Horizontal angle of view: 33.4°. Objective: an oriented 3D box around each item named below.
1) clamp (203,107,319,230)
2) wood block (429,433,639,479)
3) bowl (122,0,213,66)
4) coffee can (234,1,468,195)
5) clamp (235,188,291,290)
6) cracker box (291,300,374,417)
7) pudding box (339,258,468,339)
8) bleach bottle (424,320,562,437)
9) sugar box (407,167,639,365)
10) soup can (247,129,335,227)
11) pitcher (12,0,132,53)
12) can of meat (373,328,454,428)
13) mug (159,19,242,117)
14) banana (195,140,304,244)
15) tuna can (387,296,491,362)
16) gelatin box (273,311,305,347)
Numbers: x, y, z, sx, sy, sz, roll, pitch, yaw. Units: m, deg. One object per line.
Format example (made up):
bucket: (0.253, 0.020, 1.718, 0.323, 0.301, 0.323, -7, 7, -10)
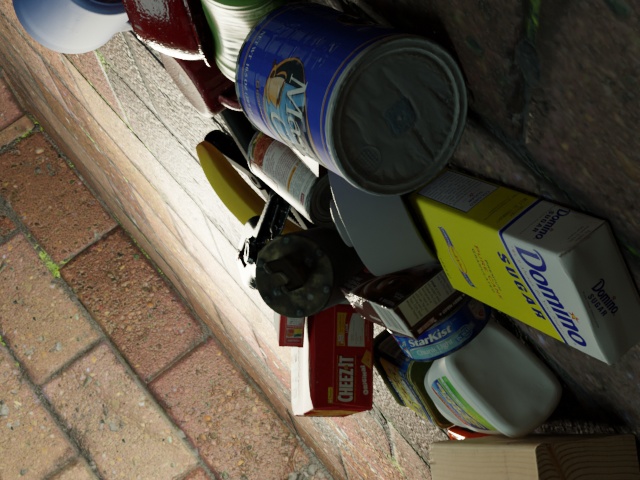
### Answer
clamp: (-0.064, -0.085, 1.193, 0.210, 0.036, 0.164, 47, 164, 16)
wood block: (0.175, 0.212, 0.902, 0.206, 0.090, 0.091, 151, 115, -71)
bowl: (-0.132, -0.214, 0.863, 0.162, 0.055, 0.162, -14, -89, -89)
coffee can: (0.017, -0.099, 0.719, 0.140, 0.102, 0.102, 35, 159, 54)
clamp: (-0.057, 0.001, 1.103, 0.039, 0.120, 0.172, 10, -178, -18)
cracker box: (0.009, 0.115, 1.209, 0.214, 0.072, 0.164, 125, 146, -76)
pudding box: (0.078, 0.033, 0.890, 0.039, 0.090, 0.114, 56, 167, -20)
bleach bottle: (0.149, 0.143, 1.001, 0.102, 0.068, 0.251, 46, 169, 10)
sugar box: (0.137, 0.013, 0.727, 0.093, 0.048, 0.176, 60, 167, -26)
soup can: (-0.013, -0.065, 0.995, 0.102, 0.068, 0.068, 41, 163, 41)
pitcher: (-0.260, -0.282, 1.140, 0.145, 0.149, 0.243, 67, 161, -12)
can of meat: (0.109, 0.148, 1.162, 0.102, 0.057, 0.084, 59, 164, -24)
mug: (-0.086, -0.159, 0.970, 0.117, 0.081, 0.093, 46, 166, 27)
banana: (-0.069, -0.038, 1.186, 0.198, 0.037, 0.070, 38, 139, 26)
tuna can: (0.100, 0.063, 0.900, 0.033, 0.086, 0.086, 56, 167, -19)
gelatin box: (-0.031, 0.065, 1.138, 0.089, 0.030, 0.073, -108, 22, -73)
